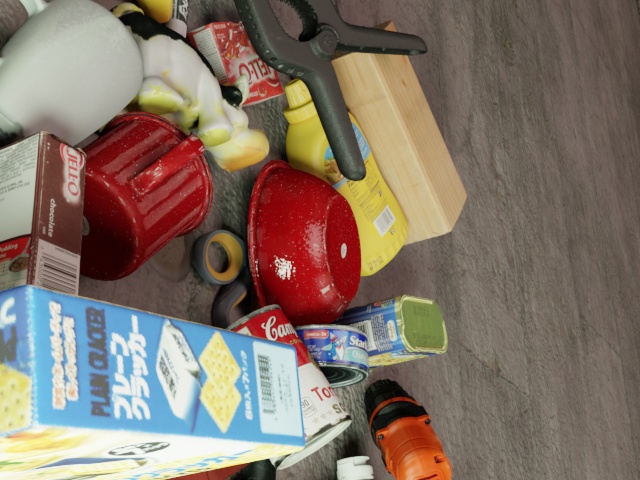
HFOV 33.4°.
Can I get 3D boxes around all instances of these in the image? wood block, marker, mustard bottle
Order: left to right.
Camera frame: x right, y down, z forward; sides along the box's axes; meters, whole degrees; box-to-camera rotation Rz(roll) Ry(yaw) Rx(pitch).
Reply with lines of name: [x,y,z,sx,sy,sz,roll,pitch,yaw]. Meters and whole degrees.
marker: [-0.117,-0.191,0.875,0.020,0.020,0.121,37,44,-49]
mustard bottle: [0.016,-0.066,1.013,0.096,0.058,0.191,-48,119,-44]
wood block: [0.064,-0.104,1.091,0.206,0.091,0.090,64,29,-19]

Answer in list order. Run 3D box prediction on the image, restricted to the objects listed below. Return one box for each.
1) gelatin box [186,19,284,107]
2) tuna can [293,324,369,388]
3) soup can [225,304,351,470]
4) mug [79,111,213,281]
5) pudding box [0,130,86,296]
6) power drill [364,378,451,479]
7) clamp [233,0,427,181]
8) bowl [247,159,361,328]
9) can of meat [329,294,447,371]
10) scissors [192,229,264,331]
gelatin box: [-0.071,-0.153,0.928,0.089,0.030,0.073,-30,102,-62]
tuna can: [-0.003,0.096,0.862,0.086,0.086,0.034,29,53,-54]
soup can: [-0.032,0.108,0.784,0.102,0.069,0.068,56,23,16]
mug: [-0.120,-0.031,0.683,0.093,0.117,0.081,56,36,-10]
pudding box: [-0.175,0.006,0.584,0.039,0.090,0.113,33,49,-50]
power drill: [0.089,0.230,0.954,0.184,0.057,0.187,-115,-174,-73]
clamp: [0.005,-0.179,0.955,0.210,0.036,0.164,45,60,-22]
bowl: [-0.005,0.009,0.906,0.162,0.055,0.162,-5,90,-70]
can of meat: [0.060,0.086,0.987,0.101,0.084,0.057,12,65,-59]
scissors: [-0.056,0.001,0.890,0.096,0.016,0.201,60,30,-27]
